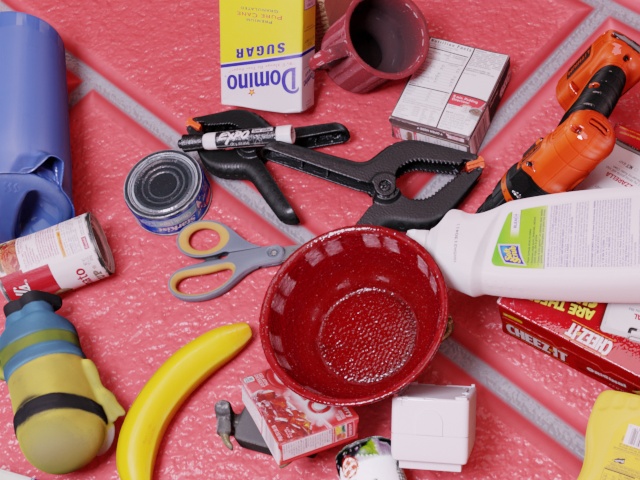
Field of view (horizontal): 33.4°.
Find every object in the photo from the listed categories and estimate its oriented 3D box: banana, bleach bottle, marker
[{"bbox_3d":[-0.133,0.151,0.969,0.069,0.037,0.197,26,70,2],"label":"banana"},{"bbox_3d":[0.196,0.000,0.885,0.251,0.068,0.102,1,62,18],"label":"bleach bottle"},{"bbox_3d":[-0.085,-0.101,1.064,0.121,0.020,0.020,-3,60,16],"label":"marker"}]

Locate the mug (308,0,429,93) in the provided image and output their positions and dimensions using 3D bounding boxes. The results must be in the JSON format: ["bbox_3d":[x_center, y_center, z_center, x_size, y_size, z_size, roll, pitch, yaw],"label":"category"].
[{"bbox_3d":[0.041,-0.193,1.075,0.117,0.082,0.093,-24,92,-24],"label":"mug"}]

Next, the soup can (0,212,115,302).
[{"bbox_3d":[-0.262,0.019,1.050,0.102,0.068,0.068,-20,59,0],"label":"soup can"}]

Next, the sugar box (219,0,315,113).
[{"bbox_3d":[-0.054,-0.220,1.078,0.093,0.176,0.048,9,23,19],"label":"sugar box"}]

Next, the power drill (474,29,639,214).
[{"bbox_3d":[0.223,-0.094,0.976,0.057,0.185,0.187,37,54,-4],"label":"power drill"}]

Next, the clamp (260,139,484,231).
[{"bbox_3d":[0.052,-0.052,1.023,0.210,0.036,0.164,-22,71,-9],"label":"clamp"}]

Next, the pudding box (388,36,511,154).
[{"bbox_3d":[0.131,-0.146,1.075,0.090,0.039,0.113,18,64,21],"label":"pudding box"}]

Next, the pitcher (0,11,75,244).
[{"bbox_3d":[-0.330,-0.114,1.116,0.149,0.145,0.243,-5,56,-5],"label":"pitcher"}]

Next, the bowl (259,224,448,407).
[{"bbox_3d":[0.033,0.070,0.895,0.162,0.055,0.162,-8,61,15],"label":"bowl"}]

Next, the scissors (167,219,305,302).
[{"bbox_3d":[-0.057,0.001,1.046,0.201,0.016,0.096,-21,59,0],"label":"scissors"}]

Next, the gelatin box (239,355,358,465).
[{"bbox_3d":[-0.019,0.140,0.902,0.073,0.030,0.089,-15,39,-19],"label":"gelatin box"}]

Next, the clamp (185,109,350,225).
[{"bbox_3d":[-0.066,-0.081,1.082,0.172,0.039,0.120,12,59,22],"label":"clamp"}]

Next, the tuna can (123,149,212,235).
[{"bbox_3d":[-0.156,-0.050,1.085,0.086,0.033,0.086,-5,60,9],"label":"tuna can"}]

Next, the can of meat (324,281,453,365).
[{"bbox_3d":[0.057,0.066,0.961,0.102,0.057,0.084,-30,62,-5],"label":"can of meat"}]
